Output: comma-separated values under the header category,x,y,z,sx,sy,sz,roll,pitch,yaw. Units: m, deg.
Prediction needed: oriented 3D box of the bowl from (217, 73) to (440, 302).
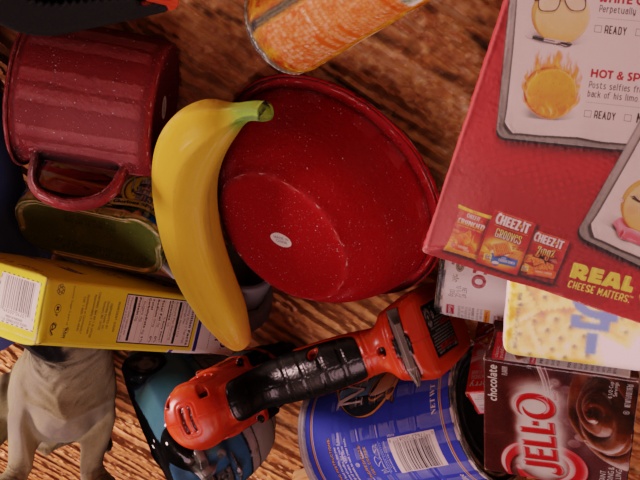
category,x,y,z,sx,sy,sz,roll,pitch,yaw
bowl,-0.009,-0.017,0.641,0.162,0.055,0.162,24,139,23

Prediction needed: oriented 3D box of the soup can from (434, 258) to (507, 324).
category,x,y,z,sx,sy,sz,roll,pitch,yaw
soup can,0.127,0.021,0.664,0.102,0.068,0.068,9,140,11

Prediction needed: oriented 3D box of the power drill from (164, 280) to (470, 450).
category,x,y,z,sx,sy,sz,roll,pitch,yaw
power drill,0.005,0.084,0.740,0.188,0.184,0.057,-22,89,21

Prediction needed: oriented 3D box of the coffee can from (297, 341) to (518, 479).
category,x,y,z,sx,sy,sz,roll,pitch,yaw
coffee can,0.068,0.139,0.794,0.141,0.102,0.102,-20,128,36

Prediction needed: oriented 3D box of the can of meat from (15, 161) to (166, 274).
category,x,y,z,sx,sy,sz,roll,pitch,yaw
can of meat,-0.134,-0.031,0.687,0.102,0.084,0.057,11,140,8

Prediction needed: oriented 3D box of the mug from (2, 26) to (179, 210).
category,x,y,z,sx,sy,sz,roll,pitch,yaw
mug,-0.132,-0.072,0.620,0.081,0.117,0.093,10,158,2

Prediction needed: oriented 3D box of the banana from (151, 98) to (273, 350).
category,x,y,z,sx,sy,sz,roll,pitch,yaw
banana,-0.067,-0.012,0.620,0.070,0.037,0.198,36,143,25

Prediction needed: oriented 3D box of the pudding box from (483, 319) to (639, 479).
category,x,y,z,sx,sy,sz,roll,pitch,yaw
pudding box,0.148,0.104,0.659,0.090,0.039,0.113,6,131,16

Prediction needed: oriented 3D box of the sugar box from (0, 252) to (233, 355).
category,x,y,z,sx,sy,sz,roll,pitch,yaw
sugar box,-0.140,0.040,0.681,0.093,0.048,0.175,14,-176,35
